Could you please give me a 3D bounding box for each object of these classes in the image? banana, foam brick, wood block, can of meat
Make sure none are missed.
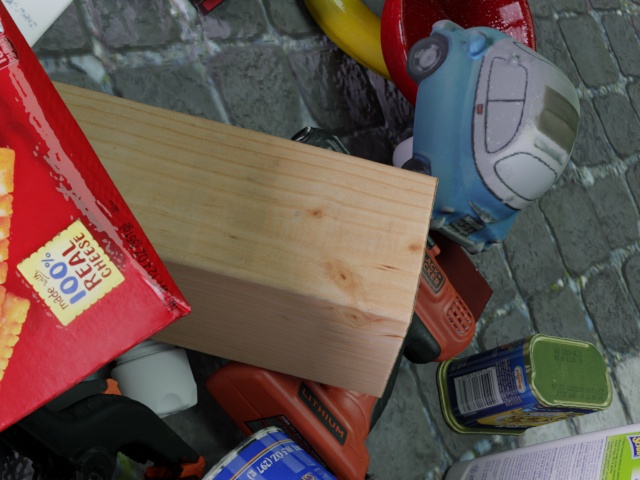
[{"bbox_3d":[0.052,-0.161,0.847,0.197,0.037,0.069,32,54,-30],"label":"banana"},{"bbox_3d":[0.076,0.030,0.770,0.078,0.053,0.051,52,44,-15],"label":"foam brick"},{"bbox_3d":[-0.053,0.000,0.553,0.206,0.091,0.090,14,55,1],"label":"wood block"},{"bbox_3d":[0.151,0.107,0.785,0.101,0.084,0.057,11,64,-41],"label":"can of meat"}]

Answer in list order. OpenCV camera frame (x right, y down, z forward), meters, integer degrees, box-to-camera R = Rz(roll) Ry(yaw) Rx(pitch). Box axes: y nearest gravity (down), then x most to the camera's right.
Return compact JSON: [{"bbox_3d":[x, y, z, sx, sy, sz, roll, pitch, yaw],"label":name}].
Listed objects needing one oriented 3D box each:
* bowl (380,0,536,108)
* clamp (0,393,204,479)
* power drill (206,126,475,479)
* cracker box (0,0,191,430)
[{"bbox_3d":[0.097,-0.154,0.818,0.161,0.055,0.162,6,81,-42],"label":"bowl"},{"bbox_3d":[-0.120,0.120,0.491,0.171,0.039,0.120,23,71,-49],"label":"clamp"},{"bbox_3d":[0.010,0.043,0.652,0.184,0.057,0.187,51,48,-16],"label":"power drill"},{"bbox_3d":[-0.181,0.013,0.391,0.213,0.072,0.164,-32,95,-20],"label":"cracker box"}]
